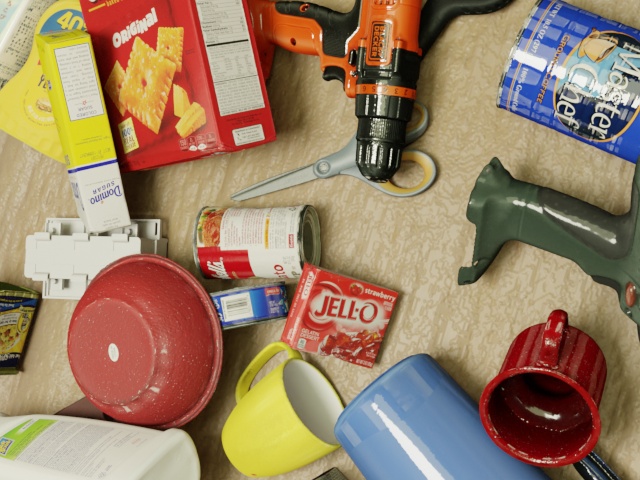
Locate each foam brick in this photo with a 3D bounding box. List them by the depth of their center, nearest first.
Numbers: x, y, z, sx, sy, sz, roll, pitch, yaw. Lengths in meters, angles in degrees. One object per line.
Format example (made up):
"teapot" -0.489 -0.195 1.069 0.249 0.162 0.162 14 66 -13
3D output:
"foam brick" -0.207 0.172 1.011 0.078 0.051 0.053 -30 79 12

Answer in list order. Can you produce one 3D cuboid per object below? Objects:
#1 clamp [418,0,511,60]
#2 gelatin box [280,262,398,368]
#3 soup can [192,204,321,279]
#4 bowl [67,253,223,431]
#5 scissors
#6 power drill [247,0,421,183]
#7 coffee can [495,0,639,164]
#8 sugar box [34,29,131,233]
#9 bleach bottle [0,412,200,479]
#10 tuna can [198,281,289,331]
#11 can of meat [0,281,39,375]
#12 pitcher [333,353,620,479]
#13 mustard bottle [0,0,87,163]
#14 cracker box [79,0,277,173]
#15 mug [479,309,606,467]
"clamp" 0.105 -0.243 0.954 0.210 0.036 0.164 -30 80 16
"gelatin box" 0.017 0.067 0.938 0.030 0.089 0.073 22 93 61
"soup can" -0.056 0.001 0.970 0.102 0.068 0.068 -1 86 15
"bowl" -0.167 0.093 0.932 0.162 0.055 0.162 2 94 26
"scissors" 0.020 -0.054 0.979 0.202 0.016 0.096 -33 80 14
"power drill" -0.001 -0.150 0.953 0.188 0.057 0.184 8 92 26
"coffee can" 0.230 -0.130 0.877 0.140 0.102 0.103 26 94 16
"sugar box" -0.218 -0.101 0.976 0.048 0.093 0.176 -13 109 -17
"bleach bottle" -0.233 0.192 0.945 0.251 0.102 0.068 7 120 34
"tuna can" -0.071 0.061 0.961 0.086 0.086 0.034 -12 85 15
"can of meat" -0.322 0.082 1.025 0.057 0.102 0.084 17 89 16
"pitcher" 0.133 0.208 0.880 0.243 0.149 0.145 49 121 16
"mustard bottle" -0.235 -0.177 1.036 0.096 0.058 0.191 30 94 -2
"cracker box" -0.136 -0.175 0.945 0.164 0.071 0.214 -5 100 47
"mug" 0.180 0.107 0.841 0.093 0.081 0.117 8 120 20
